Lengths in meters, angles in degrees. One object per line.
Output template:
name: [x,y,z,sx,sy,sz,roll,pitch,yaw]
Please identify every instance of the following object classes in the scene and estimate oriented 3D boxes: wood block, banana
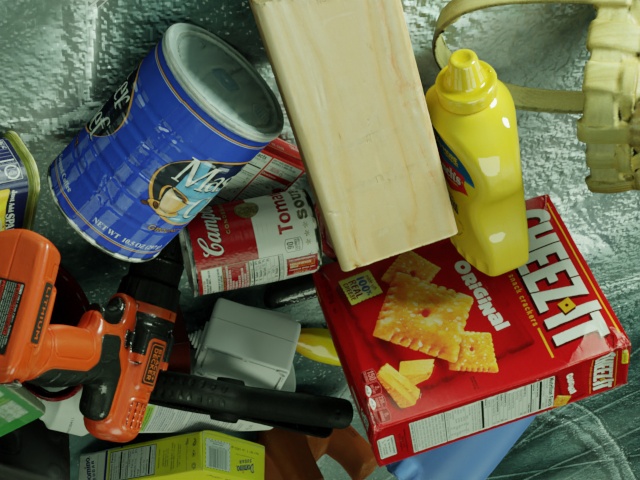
wood block: [0.021,-0.095,0.734,0.090,0.091,0.206,-19,123,-1]
banana: [0.063,0.095,1.074,0.197,0.037,0.069,-14,119,-11]

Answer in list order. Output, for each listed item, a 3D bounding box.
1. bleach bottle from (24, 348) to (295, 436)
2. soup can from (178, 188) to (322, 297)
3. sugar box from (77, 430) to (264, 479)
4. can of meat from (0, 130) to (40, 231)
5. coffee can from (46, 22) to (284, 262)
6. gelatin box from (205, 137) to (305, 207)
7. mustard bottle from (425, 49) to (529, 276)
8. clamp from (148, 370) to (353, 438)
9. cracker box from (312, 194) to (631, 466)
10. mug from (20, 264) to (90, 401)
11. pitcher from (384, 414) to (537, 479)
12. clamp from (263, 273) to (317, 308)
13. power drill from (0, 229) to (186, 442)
bleach bottle: [-0.157,0.142,1.006,0.250,0.068,0.103,1,142,-22]
soup can: [-0.055,0.001,0.830,0.102,0.068,0.068,-11,141,-11]
sugar box: [-0.152,0.231,1.076,0.177,0.048,0.093,-20,149,33]
can of meat: [-0.253,-0.022,0.755,0.083,0.057,0.102,-17,146,-36]
coffee can: [-0.109,-0.067,0.749,0.102,0.103,0.140,24,124,-42]
gelatin box: [-0.067,-0.050,0.846,0.073,0.030,0.089,22,125,-39]
mustard bottle: [0.111,-0.063,0.765,0.058,0.096,0.191,-21,142,-2]
clamp: [-0.073,0.137,0.911,0.210,0.036,0.165,13,165,-9]
cracker box: [0.118,0.068,0.870,0.213,0.164,0.072,-18,143,-3]
mug: [-0.236,0.080,0.866,0.082,0.093,0.117,-29,105,18]
pitcher: [0.174,0.158,1.137,0.144,0.149,0.243,19,125,-20]
clamp: [0.032,0.031,0.978,0.120,0.039,0.172,23,117,-30]
power drill: [-0.173,0.052,0.799,0.057,0.184,0.187,7,168,29]
